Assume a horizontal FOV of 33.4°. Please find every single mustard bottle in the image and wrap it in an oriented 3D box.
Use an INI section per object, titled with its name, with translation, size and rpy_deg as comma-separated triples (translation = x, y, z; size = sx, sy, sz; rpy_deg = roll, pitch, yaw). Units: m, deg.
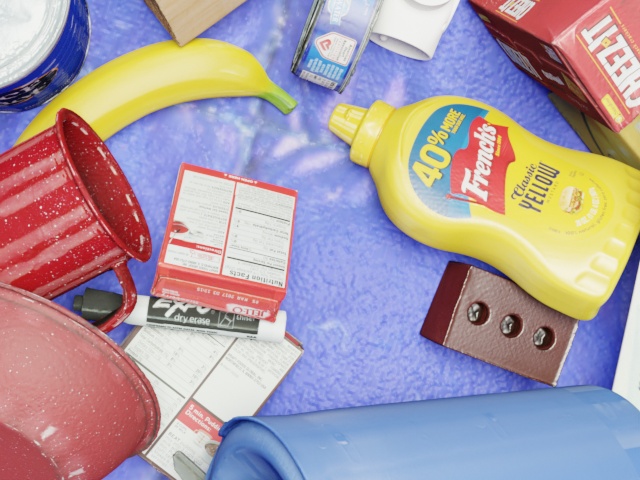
[mustard bottle]
translation = 0.093, -0.034, 0.634
size = 0.192, 0.058, 0.096
rpy_deg = 26, 66, 10

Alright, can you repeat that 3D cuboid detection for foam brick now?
[foam brick]
translation = 0.110, 0.050, 0.659
size = 0.078, 0.051, 0.053
rpy_deg = 20, 90, -8

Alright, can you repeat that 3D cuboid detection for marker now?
[marker]
translation = -0.080, 0.043, 0.612
size = 0.121, 0.020, 0.020
rpy_deg = 7, 92, -6

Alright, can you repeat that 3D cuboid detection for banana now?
[banana]
translation = -0.114, -0.072, 0.629
size = 0.197, 0.037, 0.069
rpy_deg = -23, 96, -6

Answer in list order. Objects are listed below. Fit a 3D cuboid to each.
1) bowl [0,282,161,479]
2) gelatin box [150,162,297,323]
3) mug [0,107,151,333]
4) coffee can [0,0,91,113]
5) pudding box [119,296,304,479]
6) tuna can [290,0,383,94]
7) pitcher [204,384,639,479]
[bowl]
translation = -0.170, 0.093, 0.571
size = 0.162, 0.162, 0.055
rpy_deg = 27, 48, -8
[gelatin box]
translation = -0.054, 0.001, 0.620
size = 0.073, 0.089, 0.030
rpy_deg = 13, 135, -8
[mug]
translation = -0.144, -0.001, 0.575
size = 0.081, 0.093, 0.117
rpy_deg = -28, 92, 6
[coffee can]
translation = -0.178, -0.123, 0.566
size = 0.102, 0.140, 0.103
rpy_deg = 0, 93, -8
[pudding box]
translation = -0.078, 0.081, 0.642
size = 0.090, 0.039, 0.113
rpy_deg = 39, 85, -5
[tuna can]
translation = 0.012, -0.131, 0.619
size = 0.033, 0.086, 0.086
rpy_deg = 20, 90, -7
[pitcher]
translation = 0.071, 0.150, 0.555
size = 0.242, 0.145, 0.149
rpy_deg = -4, 79, -31
